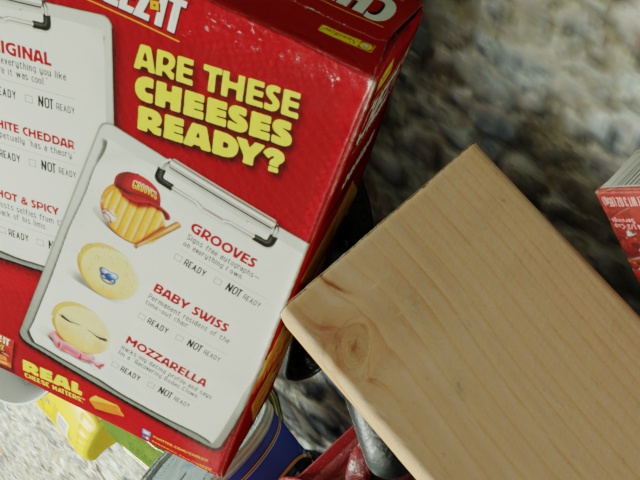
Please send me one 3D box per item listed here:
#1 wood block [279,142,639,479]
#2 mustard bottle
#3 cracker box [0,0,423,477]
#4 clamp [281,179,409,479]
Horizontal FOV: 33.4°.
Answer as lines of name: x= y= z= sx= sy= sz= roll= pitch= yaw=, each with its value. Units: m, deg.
wood block: x=0.089 y=0.079 z=0.377 sx=0.206 sy=0.091 sz=0.090 roll=48 pitch=175 yaw=12
mustard bottle: x=-0.258 y=0.113 z=0.991 sx=0.192 sy=0.058 sz=0.096 roll=44 pitch=150 yaw=13
cracker box: x=-0.074 y=-0.024 z=0.416 sx=0.164 sy=0.072 sz=0.214 roll=25 pitch=130 yaw=5
clamp: x=-0.001 y=0.016 z=0.498 sx=0.120 sy=0.039 sz=0.171 roll=15 pitch=117 yaw=61
